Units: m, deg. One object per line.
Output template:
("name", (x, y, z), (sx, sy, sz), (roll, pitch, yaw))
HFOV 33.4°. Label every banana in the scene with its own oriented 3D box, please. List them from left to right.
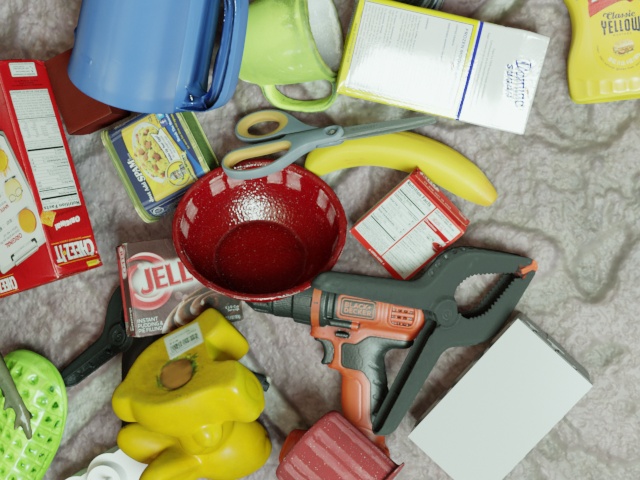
("banana", (0.070, -0.073, 1.012), (0.198, 0.037, 0.070), (5, 120, 15))

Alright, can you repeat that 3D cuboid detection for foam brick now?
("foam brick", (-0.235, -0.150, 1.068), (0.053, 0.051, 0.078), (-23, 88, 12))

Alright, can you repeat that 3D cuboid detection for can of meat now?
("can of meat", (-0.154, -0.081, 1.051), (0.084, 0.057, 0.102), (-27, 88, 11))

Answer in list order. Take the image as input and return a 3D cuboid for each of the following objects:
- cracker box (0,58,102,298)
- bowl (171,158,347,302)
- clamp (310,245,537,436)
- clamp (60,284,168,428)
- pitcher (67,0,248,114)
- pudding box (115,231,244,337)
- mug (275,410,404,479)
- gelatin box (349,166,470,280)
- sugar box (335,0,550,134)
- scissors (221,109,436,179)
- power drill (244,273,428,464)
("cracker box", (-0.317, -0.054, 1.061), (0.164, 0.071, 0.214), (-16, 91, 36))
("bowl", (-0.057, 0.001, 0.999), (0.162, 0.055, 0.162), (1, 55, -2))
("clamp", (0.106, 0.075, 0.970), (0.209, 0.036, 0.164), (-20, 106, -15))
("clamp", (-0.188, 0.108, 1.067), (0.120, 0.039, 0.171), (37, 103, 26))
("pitcher", (-0.137, -0.240, 0.955), (0.149, 0.145, 0.243), (8, 123, -14))
("pudding box", (-0.136, 0.042, 1.031), (0.113, 0.039, 0.090), (-7, 89, -28))
("mug", (0.011, 0.214, 0.962), (0.081, 0.093, 0.117), (41, 136, 13))
("gelatin box", (0.083, -0.013, 0.997), (0.073, 0.030, 0.089), (46, 120, -3))
("sugar box", (0.109, -0.160, 0.968), (0.176, 0.048, 0.093), (13, 103, -5))
("scissors", (0.001, -0.108, 1.009), (0.202, 0.016, 0.096), (-18, 44, 2))
("power drill", (0.006, 0.126, 1.025), (0.184, 0.057, 0.188), (7, 95, 13))
